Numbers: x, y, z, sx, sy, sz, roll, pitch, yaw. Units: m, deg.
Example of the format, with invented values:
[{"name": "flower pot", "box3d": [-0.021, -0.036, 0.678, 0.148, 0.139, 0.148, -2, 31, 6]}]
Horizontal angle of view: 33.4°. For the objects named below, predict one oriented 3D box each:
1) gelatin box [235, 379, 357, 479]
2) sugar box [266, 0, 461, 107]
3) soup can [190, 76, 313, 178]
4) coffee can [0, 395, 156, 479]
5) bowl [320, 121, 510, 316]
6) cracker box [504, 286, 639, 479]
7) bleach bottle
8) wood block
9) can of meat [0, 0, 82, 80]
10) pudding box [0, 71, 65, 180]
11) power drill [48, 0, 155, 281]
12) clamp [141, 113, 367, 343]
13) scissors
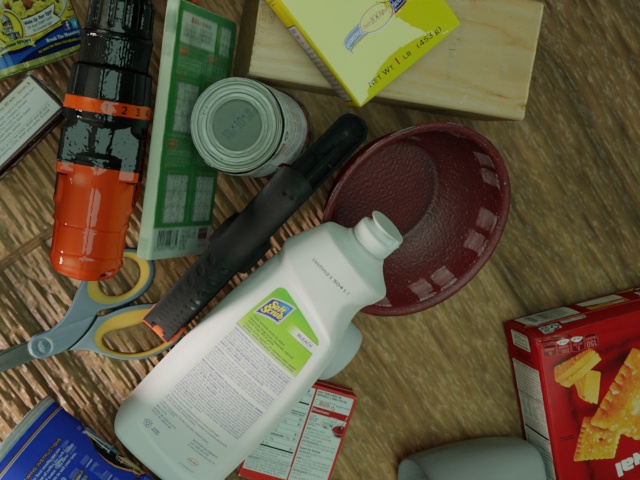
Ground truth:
[{"name": "gelatin box", "box3d": [-0.020, 0.151, 0.844, 0.073, 0.030, 0.089, 18, 92, -12]}, {"name": "sugar box", "box3d": [0.004, -0.185, 0.711, 0.093, 0.048, 0.176, -40, 104, -3]}, {"name": "soup can", "box3d": [-0.048, -0.079, 0.767, 0.068, 0.102, 0.068, 0, 92, 11]}, {"name": "coffee can", "box3d": [-0.173, 0.194, 0.764, 0.140, 0.103, 0.103, 38, 87, -2]}, {"name": "bowl", "box3d": [0.062, -0.024, 0.813, 0.162, 0.055, 0.162, -12, 122, -20]}, {"name": "cracker box", "box3d": [0.256, 0.154, 0.882, 0.164, 0.072, 0.214, -13, 99, -10]}, {"name": "bleach bottle", "box3d": [-0.034, 0.078, 0.768, 0.102, 0.068, 0.251, 42, 109, -12]}, {"name": "wood block", "box3d": [0.047, -0.148, 0.796, 0.206, 0.091, 0.090, 8, 95, -13]}, {"name": "can of meat", "box3d": [-0.217, -0.157, 0.737, 0.101, 0.058, 0.084, -36, 110, -50]}, {"name": "pudding box", "box3d": [-0.227, -0.065, 0.745, 0.039, 0.090, 0.113, 43, 85, -12]}, {"name": "power drill", "box3d": [-0.143, -0.075, 0.712, 0.057, 0.188, 0.184, 10, 95, -9]}, {"name": "clamp", "box3d": [-0.055, 0.001, 0.732, 0.036, 0.164, 0.210, 45, 108, -1]}, {"name": "scissors", "box3d": [-0.203, 0.058, 0.802, 0.201, 0.016, 0.096, -5, 95, -12]}]
